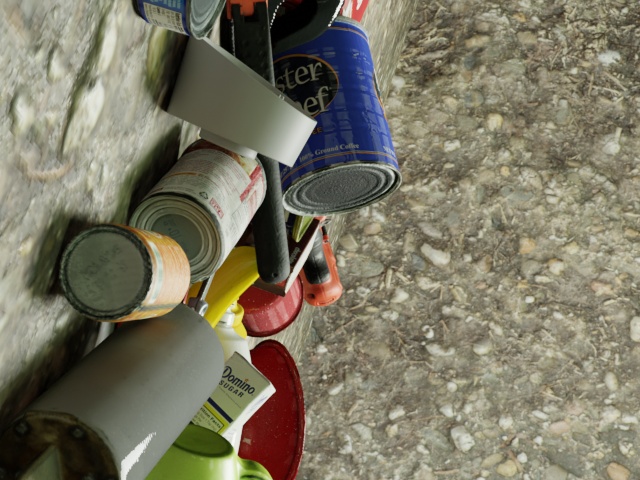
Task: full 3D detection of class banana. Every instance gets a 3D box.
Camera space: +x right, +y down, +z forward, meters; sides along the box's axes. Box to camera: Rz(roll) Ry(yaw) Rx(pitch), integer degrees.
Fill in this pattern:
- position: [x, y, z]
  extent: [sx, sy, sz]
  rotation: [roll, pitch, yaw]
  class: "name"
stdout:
- position: [-0.105, 0.075, 0.867]
  extent: [0.198, 0.037, 0.070]
  rotation: [-54, -161, -7]
  class: "banana"

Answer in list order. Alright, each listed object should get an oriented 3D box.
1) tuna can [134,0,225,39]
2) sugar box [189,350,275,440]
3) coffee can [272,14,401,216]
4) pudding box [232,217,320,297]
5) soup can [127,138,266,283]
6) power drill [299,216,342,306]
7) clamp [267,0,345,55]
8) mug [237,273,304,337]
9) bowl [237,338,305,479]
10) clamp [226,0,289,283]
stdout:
- position: [-0.070, -0.156, 0.580]
  extent: [0.086, 0.034, 0.086]
  rotation: [19, 89, -85]
  class: "tuna can"
- position: [-0.112, 0.168, 0.853]
  extent: [0.176, 0.048, 0.093]
  rotation: [-48, 173, -9]
  class: "sugar box"
- position: [0.004, -0.104, 0.904]
  extent: [0.103, 0.102, 0.140]
  rotation: [96, -16, -69]
  class: "coffee can"
- position: [-0.057, 0.001, 1.001]
  extent: [0.113, 0.090, 0.039]
  rotation: [-63, 170, -61]
  class: "pudding box"
- position: [-0.083, -0.022, 0.732]
  extent: [0.102, 0.068, 0.068]
  rotation: [-64, 170, -60]
  class: "soup can"
- position: [-0.024, -0.038, 1.177]
  extent: [0.187, 0.057, 0.184]
  rotation: [73, -2, -65]
  class: "power drill"
- position: [-0.006, -0.210, 0.807]
  extent: [0.172, 0.120, 0.039]
  rotation: [-40, -138, 16]
  class: "clamp"
- position: [-0.068, 0.033, 1.085]
  extent: [0.081, 0.093, 0.117]
  rotation: [78, -1, -71]
  class: "mug"
- position: [-0.075, 0.180, 1.081]
  extent: [0.162, 0.055, 0.162]
  rotation: [-13, -104, 60]
  class: "bowl"
- position: [-0.048, -0.083, 0.809]
  extent: [0.164, 0.036, 0.210]
  rotation: [-106, -168, -45]
  class: "clamp"
